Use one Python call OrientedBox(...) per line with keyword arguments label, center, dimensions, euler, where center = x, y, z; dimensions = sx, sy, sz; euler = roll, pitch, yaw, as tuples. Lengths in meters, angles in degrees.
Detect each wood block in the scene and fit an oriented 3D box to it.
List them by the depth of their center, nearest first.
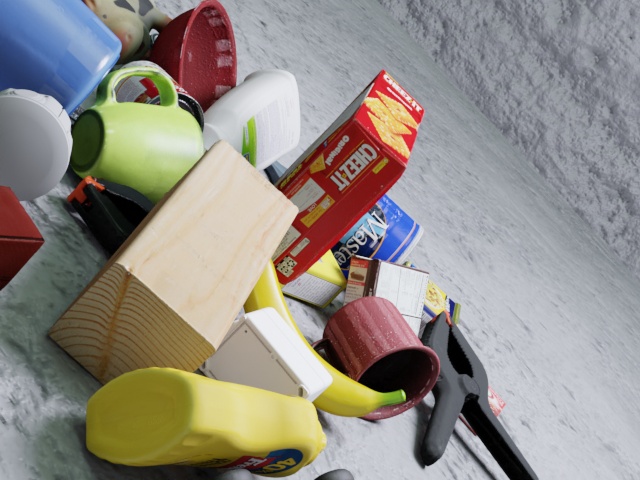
OrientedBox(label="wood block", center=(-0.101, 0.019, 0.791), dimensions=(0.090, 0.091, 0.206), euler=(43, 31, -9))

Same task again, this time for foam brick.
OrientedBox(label="foam brick", center=(-0.230, -0.003, 0.689), dimensions=(0.051, 0.053, 0.078), euler=(52, 19, 20))

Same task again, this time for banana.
OrientedBox(label="banana", center=(-0.017, 0.087, 0.926), dimensions=(0.198, 0.069, 0.037), euler=(47, -9, 4))

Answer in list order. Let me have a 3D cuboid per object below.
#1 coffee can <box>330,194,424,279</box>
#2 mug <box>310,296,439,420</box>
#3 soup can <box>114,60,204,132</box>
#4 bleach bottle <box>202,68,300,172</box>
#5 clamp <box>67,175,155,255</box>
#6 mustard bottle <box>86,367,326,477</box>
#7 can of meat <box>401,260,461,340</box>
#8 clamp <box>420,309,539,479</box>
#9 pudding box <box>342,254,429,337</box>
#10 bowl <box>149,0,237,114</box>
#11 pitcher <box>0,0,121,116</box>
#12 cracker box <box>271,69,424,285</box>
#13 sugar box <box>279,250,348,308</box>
OrientedBox(label="coffee can", center=(0.031, -0.023, 1.201), dimensions=(0.140, 0.103, 0.102), euler=(43, 19, -6))
OrientedBox(label="mug", center=(0.041, 0.108, 0.993), dimensions=(0.117, 0.093, 0.081), euler=(-9, 40, -22))
OrientedBox(label="soup can", center=(-0.163, -0.129, 1.042), dimensions=(0.068, 0.068, 0.102), euler=(30, 9, -37))
OrientedBox(label="bleach bottle", center=(-0.091, -0.116, 1.145), dimensions=(0.250, 0.068, 0.102), euler=(-44, 132, -66))
OrientedBox(label="clamp", center=(-0.133, 0.002, 0.904), dimensions=(0.171, 0.039, 0.120), euler=(44, 18, -14))
OrientedBox(label="mustard bottle", center=(-0.057, 0.127, 0.715), dimensions=(0.191, 0.096, 0.058), euler=(21, 58, -52))
OrientedBox(label="can of meat", center=(0.111, 0.078, 1.231), dimensions=(0.084, 0.057, 0.102), euler=(42, 19, -3))
OrientedBox(label="clamp", center=(0.153, 0.167, 1.108), dimensions=(0.164, 0.036, 0.210), euler=(30, 35, -31))
OrientedBox(label="pudding box", center=(0.067, 0.067, 1.108), dimensions=(0.039, 0.090, 0.113), euler=(7, -5, 33))
OrientedBox(label="bowl", center=(-0.144, -0.182, 1.164), dimensions=(0.055, 0.162, 0.162), euler=(5, 11, 16))
OrientedBox(label="pitcher", center=(-0.292, -0.197, 0.879), dimensions=(0.242, 0.149, 0.145), euler=(42, -1, -18))
OrientedBox(label="cracker box", center=(0.017, -0.064, 1.018), dimensions=(0.072, 0.164, 0.213), euler=(43, 21, -6))
OrientedBox(label="sugar box", center=(-0.057, 0.001, 1.056), dimensions=(0.176, 0.048, 0.093), euler=(26, 26, -46))
